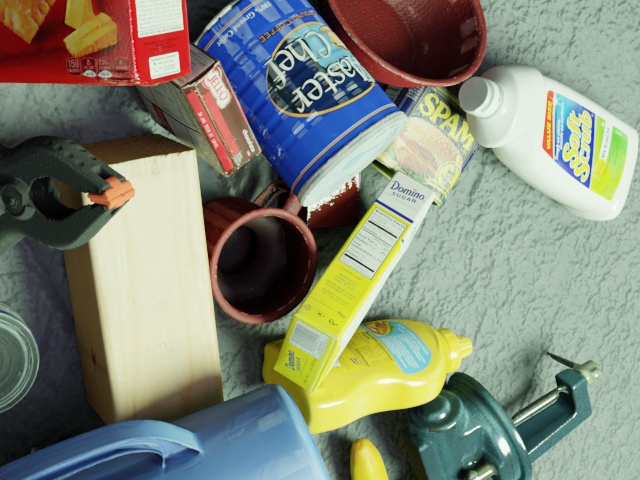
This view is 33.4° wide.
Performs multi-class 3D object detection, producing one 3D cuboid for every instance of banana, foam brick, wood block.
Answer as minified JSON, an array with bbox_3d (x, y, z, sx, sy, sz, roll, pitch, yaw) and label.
[{"bbox_3d":[0.049,0.273,1.002,0.037,0.069,0.198,-1,99,9],"label":"banana"},{"bbox_3d":[-0.001,-0.052,0.892,0.051,0.053,0.078,-7,106,-28],"label":"foam brick"},{"bbox_3d":[-0.140,0.031,0.814,0.090,0.091,0.206,-13,109,-25],"label":"wood block"}]

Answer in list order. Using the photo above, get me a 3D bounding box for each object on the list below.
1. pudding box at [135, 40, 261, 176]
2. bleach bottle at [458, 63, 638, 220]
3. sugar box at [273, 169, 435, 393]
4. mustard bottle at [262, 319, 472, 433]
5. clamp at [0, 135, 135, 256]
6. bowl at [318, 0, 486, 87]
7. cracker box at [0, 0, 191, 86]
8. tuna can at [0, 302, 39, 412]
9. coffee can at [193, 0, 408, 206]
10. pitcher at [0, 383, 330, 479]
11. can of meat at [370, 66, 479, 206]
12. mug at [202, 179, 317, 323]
[{"bbox_3d":[-0.099,-0.108,0.774,0.039,0.114,0.090,-40,139,-16],"label":"pudding box"},{"bbox_3d":[0.197,-0.089,0.942,0.250,0.068,0.102,14,91,-50],"label":"bleach bottle"},{"bbox_3d":[0.028,0.031,0.874,0.048,0.093,0.176,29,54,5],"label":"sugar box"},{"bbox_3d":[0.052,0.110,0.939,0.191,0.096,0.058,-10,122,-28],"label":"mustard bottle"},{"bbox_3d":[-0.207,-0.042,0.732,0.039,0.172,0.120,-50,125,-54],"label":"clamp"},{"bbox_3d":[0.055,-0.183,0.863,0.161,0.055,0.162,15,59,-27],"label":"bowl"},{"bbox_3d":[-0.176,-0.208,0.685,0.072,0.164,0.214,-33,124,-59],"label":"cracker box"},{"bbox_3d":[-0.255,0.088,0.798,0.086,0.034,0.086,-8,107,-28],"label":"tuna can"},{"bbox_3d":[-0.018,-0.111,0.802,0.102,0.103,0.140,-37,83,-16],"label":"coffee can"},{"bbox_3d":[-0.119,0.191,0.763,0.242,0.149,0.145,-24,86,-10],"label":"pitcher"},{"bbox_3d":[0.087,-0.089,0.930,0.102,0.058,0.084,34,87,-32],"label":"can of meat"},{"bbox_3d":[-0.056,0.001,0.858,0.093,0.082,0.117,33,86,-32],"label":"mug"}]
